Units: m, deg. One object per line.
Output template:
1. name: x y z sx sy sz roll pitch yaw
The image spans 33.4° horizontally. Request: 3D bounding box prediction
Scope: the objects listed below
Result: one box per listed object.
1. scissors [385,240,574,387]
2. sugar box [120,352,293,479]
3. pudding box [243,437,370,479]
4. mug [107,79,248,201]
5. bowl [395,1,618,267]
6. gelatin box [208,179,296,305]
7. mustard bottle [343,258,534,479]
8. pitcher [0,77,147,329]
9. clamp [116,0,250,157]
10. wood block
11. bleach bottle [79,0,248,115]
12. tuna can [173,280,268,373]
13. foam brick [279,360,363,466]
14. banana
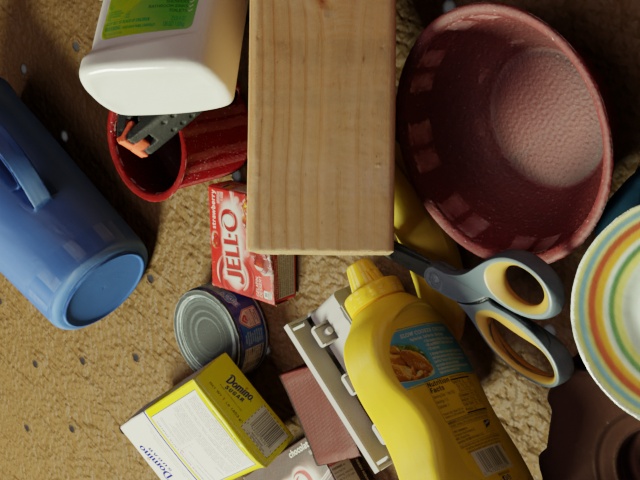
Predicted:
1. scissors: 0.085 0.014 0.679 0.202 0.016 0.096 42 145 31
2. sugar box: -0.102 0.165 0.921 0.093 0.048 0.177 52 145 -2
3. pudding box: -0.005 0.211 0.878 0.114 0.039 0.090 -41 74 42
4. mug: -0.102 -0.091 0.840 0.093 0.081 0.117 55 133 15
5. bowl: 0.122 -0.068 0.649 0.162 0.055 0.162 26 126 41
6. gelatin box: -0.056 0.001 0.862 0.073 0.030 0.089 16 113 39
7. mustard bottle: 0.066 0.097 0.693 0.058 0.096 0.192 -41 66 37
8. pitcher: -0.273 -0.039 0.981 0.243 0.149 0.145 43 110 20
9. clamp: -0.095 -0.162 0.780 0.165 0.036 0.210 30 87 38
10. wood block: 0.002 -0.094 0.679 0.090 0.091 0.206 0 89 3
11. bleach bottle: -0.095 -0.213 0.736 0.103 0.068 0.251 -2 69 17
12. tuna can: -0.086 0.077 0.913 0.086 0.033 0.086 16 114 39
13. foam brick: 0.015 0.125 0.822 0.051 0.052 0.078 -26 87 44
14. banana: 0.053 -0.022 0.752 0.198 0.037 0.070 55 144 15
